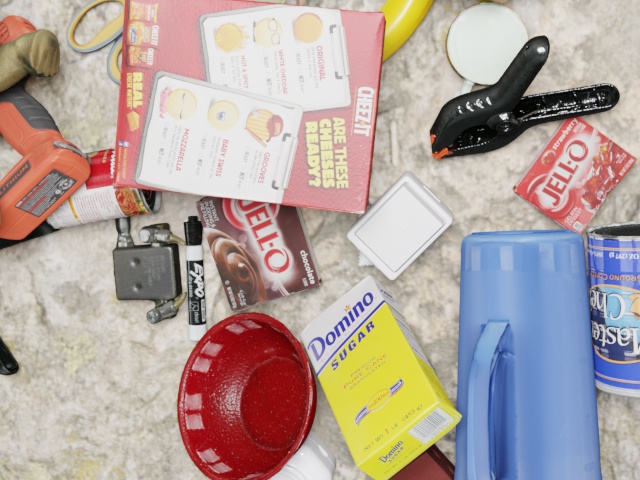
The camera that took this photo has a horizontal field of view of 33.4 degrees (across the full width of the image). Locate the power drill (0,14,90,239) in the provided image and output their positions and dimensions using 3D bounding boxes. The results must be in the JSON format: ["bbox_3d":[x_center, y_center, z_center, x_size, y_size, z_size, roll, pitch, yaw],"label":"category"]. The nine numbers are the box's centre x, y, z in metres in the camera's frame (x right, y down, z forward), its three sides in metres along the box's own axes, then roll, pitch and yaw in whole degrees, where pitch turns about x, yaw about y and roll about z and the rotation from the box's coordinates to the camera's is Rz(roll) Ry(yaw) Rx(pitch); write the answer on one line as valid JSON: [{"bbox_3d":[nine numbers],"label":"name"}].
[{"bbox_3d":[-0.305,-0.093,0.981,0.184,0.057,0.188,-41,63,12],"label":"power drill"}]

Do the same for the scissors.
[{"bbox_3d":[-0.144,-0.220,1.001,0.202,0.016,0.096,-27,96,10],"label":"scissors"}]

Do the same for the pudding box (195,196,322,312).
[{"bbox_3d":[-0.057,0.001,1.010,0.090,0.039,0.113,-18,96,9],"label":"pudding box"}]

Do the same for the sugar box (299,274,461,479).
[{"bbox_3d":[0.048,0.118,0.952,0.093,0.176,0.048,-40,131,10],"label":"sugar box"}]

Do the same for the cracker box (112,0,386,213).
[{"bbox_3d":[-0.058,-0.116,0.893,0.214,0.072,0.164,6,100,5],"label":"cracker box"}]

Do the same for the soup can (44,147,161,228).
[{"bbox_3d":[-0.209,-0.051,1.007,0.102,0.068,0.068,-9,97,8],"label":"soup can"}]

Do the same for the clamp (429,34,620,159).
[{"bbox_3d":[0.159,-0.119,0.926,0.172,0.120,0.039,-22,51,30],"label":"clamp"}]

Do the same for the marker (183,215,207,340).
[{"bbox_3d":[-0.121,0.036,1.033,0.020,0.020,0.121,0,98,7],"label":"marker"}]

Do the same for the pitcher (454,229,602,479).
[{"bbox_3d":[0.177,0.113,0.940,0.145,0.149,0.243,-2,91,-11],"label":"pitcher"}]

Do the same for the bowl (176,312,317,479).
[{"bbox_3d":[-0.058,0.151,1.003,0.162,0.055,0.162,-11,72,34],"label":"bowl"}]

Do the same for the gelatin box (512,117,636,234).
[{"bbox_3d":[0.230,-0.060,0.971,0.073,0.030,0.089,36,100,1],"label":"gelatin box"}]

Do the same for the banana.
[{"bbox_3d":[0.075,-0.233,0.964,0.070,0.037,0.198,23,99,24],"label":"banana"}]

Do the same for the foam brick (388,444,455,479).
[{"bbox_3d":[0.106,0.235,1.018,0.051,0.053,0.078,-42,93,11],"label":"foam brick"}]
